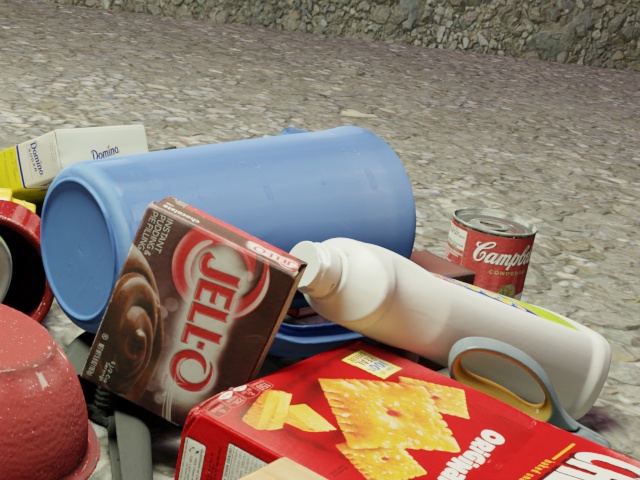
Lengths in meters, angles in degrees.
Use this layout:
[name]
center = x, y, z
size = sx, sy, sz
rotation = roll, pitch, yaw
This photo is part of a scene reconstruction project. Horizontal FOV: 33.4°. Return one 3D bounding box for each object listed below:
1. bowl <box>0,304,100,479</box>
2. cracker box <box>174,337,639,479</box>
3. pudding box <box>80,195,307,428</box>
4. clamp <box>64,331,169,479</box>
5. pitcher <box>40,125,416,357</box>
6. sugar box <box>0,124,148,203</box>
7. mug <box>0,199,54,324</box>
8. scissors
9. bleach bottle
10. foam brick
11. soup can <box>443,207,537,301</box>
[bowl]
center = -0.181, 0.067, 0.516
size = 0.162, 0.055, 0.162
rotation = 16, 14, -4
[cracker box]
center = 0.056, 0.131, 0.553
size = 0.214, 0.072, 0.163
rotation = 21, 20, 32
[pudding box]
center = -0.070, 0.044, 0.595
size = 0.090, 0.113, 0.039
rotation = 26, 17, 7
[clamp]
center = -0.120, 0.095, 0.636
size = 0.165, 0.036, 0.209
rotation = 24, 22, 24
[pitcher]
center = -0.055, 0.001, 0.724
size = 0.242, 0.145, 0.149
rotation = -9, 15, -42
[sugar box]
center = -0.241, -0.064, 0.954
size = 0.093, 0.048, 0.177
rotation = -10, 2, -44
[mug]
center = -0.239, 0.024, 0.741
size = 0.117, 0.093, 0.081
rotation = -29, 17, -1
[scissors]
center = 0.148, 0.136, 0.653
size = 0.201, 0.096, 0.016
rotation = 39, 25, -8
[bleach bottle]
center = 0.080, 0.052, 0.687
size = 0.250, 0.068, 0.103
rotation = 23, 1, -42
[foam brick]
center = 0.075, 0.053, 0.804
size = 0.052, 0.078, 0.051
rotation = -6, 22, -45
[soup can]
center = 0.130, 0.031, 0.858
size = 0.068, 0.102, 0.068
rotation = 9, 17, -3
